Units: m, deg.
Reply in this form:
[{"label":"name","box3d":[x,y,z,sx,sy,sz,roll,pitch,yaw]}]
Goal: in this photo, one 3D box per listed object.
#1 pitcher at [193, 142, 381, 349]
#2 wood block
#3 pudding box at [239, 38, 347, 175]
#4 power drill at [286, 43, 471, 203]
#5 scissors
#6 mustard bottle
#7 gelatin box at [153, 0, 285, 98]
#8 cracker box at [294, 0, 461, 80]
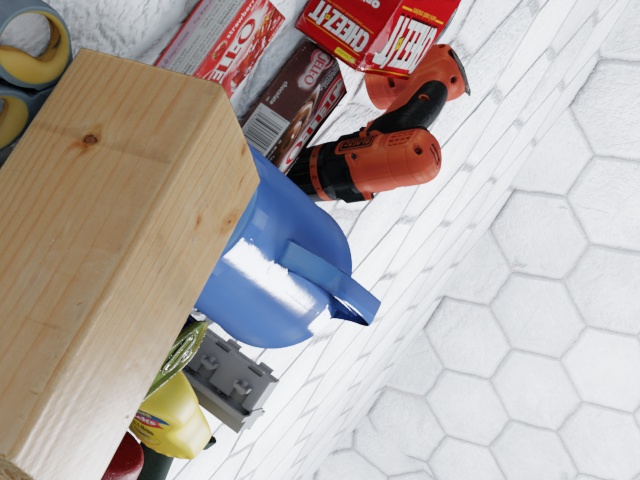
[{"label":"pitcher","box3d":[-0.055,0.001,0.795,0.149,0.145,0.242,-19,162,9]},{"label":"wood block","box3d":[-0.120,0.017,0.533,0.206,0.091,0.090,-64,158,-24]},{"label":"pudding box","box3d":[-0.026,-0.103,0.891,0.113,0.039,0.090,-52,168,-3]},{"label":"power drill","box3d":[0.046,-0.102,0.979,0.057,0.185,0.187,63,39,-30]},{"label":"scissors","box3d":[-0.146,-0.072,0.587,0.096,0.016,0.201,-55,167,-4]},{"label":"mustard bottle","box3d":[-0.152,0.134,0.951,0.058,0.096,0.191,-51,162,-21]},{"label":"gelatin box","box3d":[-0.066,-0.126,0.698,0.089,0.030,0.073,-54,167,5]},{"label":"cracker box","box3d":[0.089,-0.235,0.860,0.214,0.072,0.164,-55,167,16]}]
